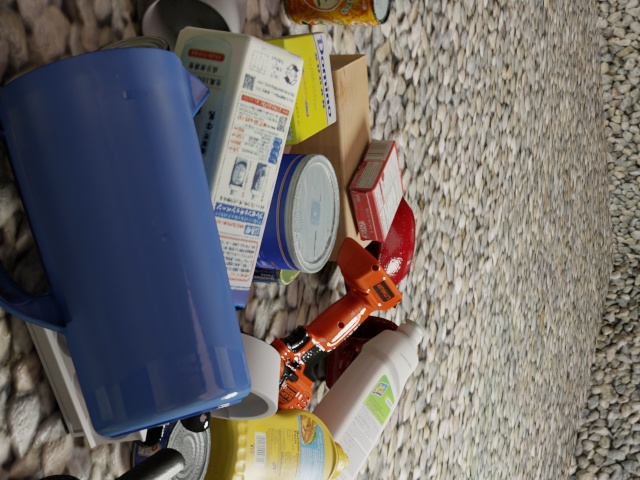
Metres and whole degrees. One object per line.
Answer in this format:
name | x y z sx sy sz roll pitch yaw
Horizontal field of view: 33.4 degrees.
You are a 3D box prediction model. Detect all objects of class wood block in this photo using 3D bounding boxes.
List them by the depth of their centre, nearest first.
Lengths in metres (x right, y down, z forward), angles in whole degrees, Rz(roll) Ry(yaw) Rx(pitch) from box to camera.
wood block | 0.000 -0.090 1.151 0.090 0.090 0.206 -40 129 -59

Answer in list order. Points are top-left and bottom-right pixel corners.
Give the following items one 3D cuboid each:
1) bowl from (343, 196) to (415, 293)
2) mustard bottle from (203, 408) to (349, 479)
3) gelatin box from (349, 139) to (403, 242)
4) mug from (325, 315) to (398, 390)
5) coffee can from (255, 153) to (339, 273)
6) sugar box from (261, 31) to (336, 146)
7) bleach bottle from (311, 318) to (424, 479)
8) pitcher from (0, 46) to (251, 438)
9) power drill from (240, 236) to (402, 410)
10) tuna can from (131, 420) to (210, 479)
bowl | 0.074 0.000 1.278 0.162 0.055 0.162 -174 -90 -77
mustard bottle | -0.038 0.217 1.082 0.191 0.058 0.096 18 67 -46
gelatin box | 0.061 -0.054 1.145 0.089 0.030 0.073 -65 151 -42
mug | 0.045 0.146 1.298 0.117 0.093 0.081 -39 134 -69
coffee can | -0.067 -0.028 0.939 0.102 0.140 0.103 5 90 -67
sugar box | -0.025 -0.143 0.986 0.176 0.048 0.093 -44 129 -70
bleach bottle | 0.041 0.199 1.220 0.250 0.068 0.102 -52 140 -18
pitcher | -0.137 0.005 0.713 0.144 0.149 0.243 4 69 -70
power drill | -0.011 0.086 1.095 0.187 0.057 0.184 -44 150 -2
tuna can | -0.133 0.191 0.960 0.086 0.034 0.086 5 90 -67
